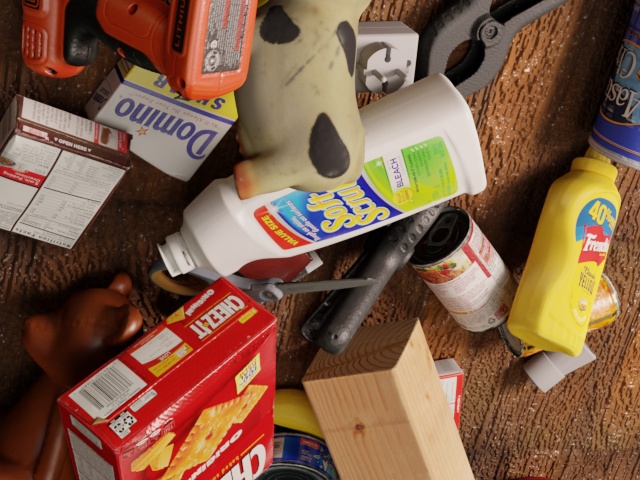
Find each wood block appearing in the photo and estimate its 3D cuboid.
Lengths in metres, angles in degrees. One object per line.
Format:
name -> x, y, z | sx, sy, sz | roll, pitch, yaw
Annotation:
wood block -> 0.069, 0.186, 0.959 | 0.091, 0.090, 0.206 | -11, 111, 24

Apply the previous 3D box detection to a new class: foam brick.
foam brick -> -0.056, 0.001, 0.881 | 0.051, 0.053, 0.078 | -45, 123, 7

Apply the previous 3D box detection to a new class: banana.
banana -> 0.006, 0.191, 1.018 | 0.070, 0.037, 0.197 | -30, 125, 31

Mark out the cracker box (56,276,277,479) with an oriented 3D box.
cracker box -> -0.112, 0.156, 0.852 | 0.164, 0.072, 0.214 | -38, 149, -31

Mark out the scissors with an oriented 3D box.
scissors -> -0.058, 0.030, 0.843 | 0.202, 0.016, 0.096 | -19, 133, 41

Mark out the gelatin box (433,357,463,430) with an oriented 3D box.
gelatin box -> 0.091, 0.156, 1.031 | 0.089, 0.030, 0.073 | -8, 120, -14

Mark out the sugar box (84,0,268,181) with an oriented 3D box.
sugar box -> -0.088, -0.137, 0.800 | 0.093, 0.048, 0.176 | 32, 101, -31

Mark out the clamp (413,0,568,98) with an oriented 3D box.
clamp -> 0.126, -0.184, 0.857 | 0.120, 0.039, 0.171 | 36, 100, -30

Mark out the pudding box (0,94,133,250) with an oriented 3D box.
pudding box -> -0.202, -0.047, 0.786 | 0.089, 0.039, 0.114 | 18, 138, -28

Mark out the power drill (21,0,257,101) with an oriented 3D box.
power drill -> -0.124, -0.179, 0.689 | 0.057, 0.188, 0.184 | -19, 126, -47

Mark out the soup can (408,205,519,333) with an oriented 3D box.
soup can -> 0.128, 0.027, 0.953 | 0.068, 0.068, 0.102 | -39, 123, 3

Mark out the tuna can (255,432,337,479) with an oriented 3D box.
tuna can -> -0.027, 0.217, 0.996 | 0.086, 0.033, 0.086 | 4, 136, 4

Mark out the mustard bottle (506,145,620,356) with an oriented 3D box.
mustard bottle -> 0.225, 0.002, 0.954 | 0.096, 0.058, 0.191 | 29, 76, -49

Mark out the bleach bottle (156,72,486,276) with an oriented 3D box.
bleach bottle -> -0.002, -0.033, 0.816 | 0.250, 0.068, 0.102 | -25, 136, -4

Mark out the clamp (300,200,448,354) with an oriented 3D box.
clamp -> 0.054, 0.011, 0.885 | 0.036, 0.164, 0.210 | 38, 92, -4
